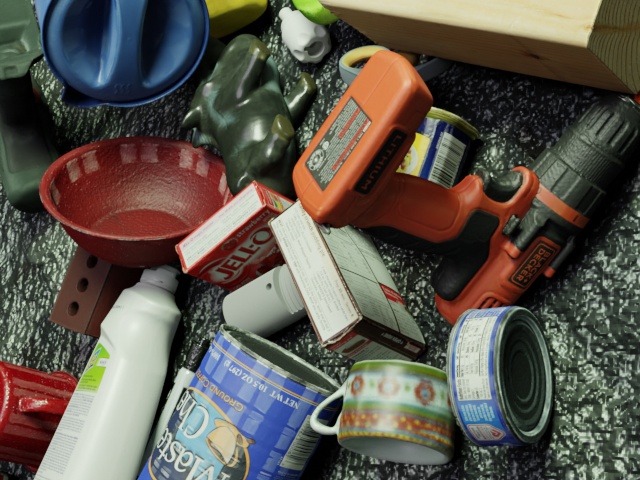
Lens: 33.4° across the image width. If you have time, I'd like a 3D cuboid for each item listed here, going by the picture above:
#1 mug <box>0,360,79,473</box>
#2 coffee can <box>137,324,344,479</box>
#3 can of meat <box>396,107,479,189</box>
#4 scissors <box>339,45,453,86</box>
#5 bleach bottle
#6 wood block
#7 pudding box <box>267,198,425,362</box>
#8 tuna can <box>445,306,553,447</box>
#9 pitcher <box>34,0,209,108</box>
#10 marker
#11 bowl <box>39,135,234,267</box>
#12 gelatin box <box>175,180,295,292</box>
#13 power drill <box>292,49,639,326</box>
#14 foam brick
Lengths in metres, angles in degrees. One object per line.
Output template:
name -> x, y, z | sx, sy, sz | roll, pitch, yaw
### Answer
mug -> -0.256, 0.149, 0.919 | 0.117, 0.081, 0.093 | -8, 68, 36
coffee can -> -0.059, 0.145, 0.753 | 0.103, 0.102, 0.140 | 30, 92, 41
can of meat -> 0.054, -0.053, 0.775 | 0.102, 0.057, 0.084 | 15, 83, 40
scissors -> 0.033, -0.103, 0.752 | 0.096, 0.016, 0.201 | 4, 33, 31
bleach bottle -> -0.166, 0.136, 0.853 | 0.103, 0.068, 0.250 | -6, 61, 57
wood block -> 0.113, -0.167, 0.699 | 0.206, 0.090, 0.090 | 20, 89, 38
pudding box -> 0.019, 0.032, 0.746 | 0.039, 0.089, 0.113 | -40, 53, 18
tuna can -> 0.112, 0.083, 0.655 | 0.034, 0.086, 0.086 | -8, 67, 34
pitcher -> -0.182, -0.237, 0.914 | 0.149, 0.145, 0.243 | -19, 43, -10
marker -> -0.117, 0.134, 0.858 | 0.020, 0.020, 0.121 | 22, 86, 41
bowl -> -0.149, -0.025, 0.889 | 0.162, 0.161, 0.055 | 40, 137, 41
gelatin box -> -0.056, 0.001, 0.827 | 0.089, 0.073, 0.030 | -39, 53, 19
power drill -> 0.092, -0.040, 0.650 | 0.184, 0.187, 0.057 | -55, 33, 14
foam brick -> -0.189, 0.046, 0.929 | 0.053, 0.051, 0.078 | 14, 81, 40
